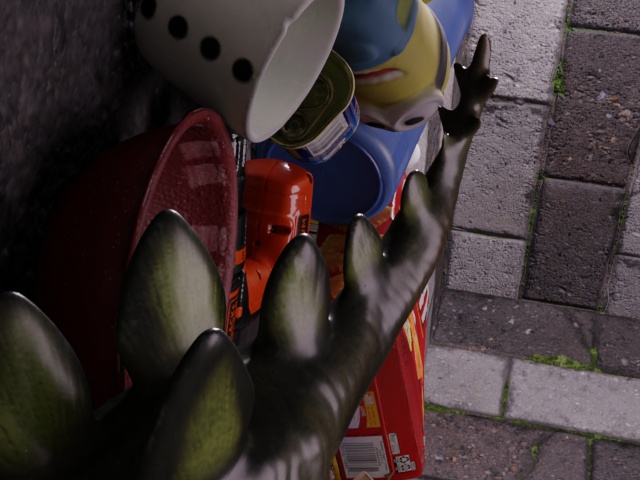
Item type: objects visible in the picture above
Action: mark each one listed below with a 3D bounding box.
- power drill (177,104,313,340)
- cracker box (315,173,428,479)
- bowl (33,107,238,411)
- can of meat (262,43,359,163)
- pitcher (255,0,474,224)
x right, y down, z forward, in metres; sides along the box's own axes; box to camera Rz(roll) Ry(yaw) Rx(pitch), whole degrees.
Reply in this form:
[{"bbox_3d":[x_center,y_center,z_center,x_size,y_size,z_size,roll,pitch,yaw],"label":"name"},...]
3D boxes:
[{"bbox_3d":[-0.054,0.001,0.649,0.187,0.057,0.184,-42,143,-70],"label":"power drill"},{"bbox_3d":[0.043,0.057,0.844,0.213,0.072,0.164,-80,161,-54],"label":"cracker box"},{"bbox_3d":[-0.085,0.017,0.485,0.162,0.055,0.162,9,90,-80],"label":"bowl"},{"bbox_3d":[-0.026,-0.092,0.601,0.057,0.102,0.084,-47,172,1],"label":"can of meat"},{"bbox_3d":[0.029,-0.137,0.842,0.145,0.149,0.242,110,2,-48],"label":"pitcher"}]
